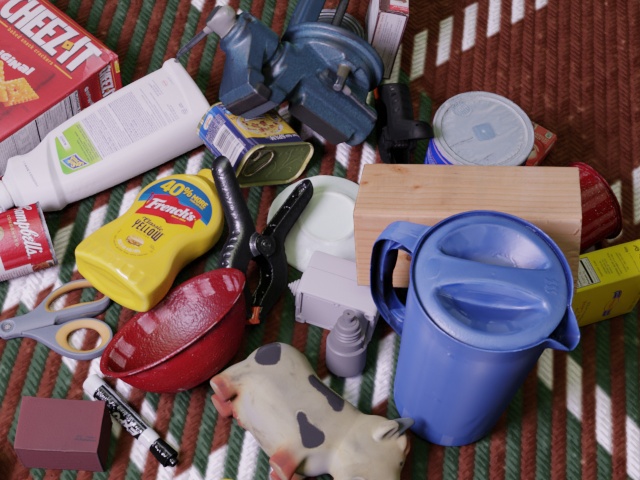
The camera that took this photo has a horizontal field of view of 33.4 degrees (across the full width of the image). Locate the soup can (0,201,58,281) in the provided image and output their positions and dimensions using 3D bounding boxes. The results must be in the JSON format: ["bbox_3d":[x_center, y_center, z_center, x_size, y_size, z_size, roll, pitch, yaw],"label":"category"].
[{"bbox_3d":[-0.325,0.006,1.080,0.102,0.068,0.068,-17,60,-13],"label":"soup can"}]

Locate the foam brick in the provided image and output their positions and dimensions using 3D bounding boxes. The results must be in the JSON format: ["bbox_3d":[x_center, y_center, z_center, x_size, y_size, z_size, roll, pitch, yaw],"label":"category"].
[{"bbox_3d":[-0.237,0.179,0.985,0.078,0.051,0.053,4,58,-1],"label":"foam brick"}]

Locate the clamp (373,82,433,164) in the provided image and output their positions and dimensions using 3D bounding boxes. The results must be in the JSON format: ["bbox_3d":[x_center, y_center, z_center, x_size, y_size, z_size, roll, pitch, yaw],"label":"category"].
[{"bbox_3d":[0.086,-0.112,1.144,0.036,0.165,0.210,1,48,-7],"label":"clamp"}]

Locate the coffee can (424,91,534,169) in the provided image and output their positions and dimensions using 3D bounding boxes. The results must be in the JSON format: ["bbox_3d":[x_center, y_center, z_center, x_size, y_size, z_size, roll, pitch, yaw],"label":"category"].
[{"bbox_3d":[0.158,-0.072,1.119,0.102,0.140,0.103,2,57,-3],"label":"coffee can"}]

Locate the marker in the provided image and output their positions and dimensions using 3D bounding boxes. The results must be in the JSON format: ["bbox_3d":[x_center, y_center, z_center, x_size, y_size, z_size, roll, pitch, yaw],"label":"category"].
[{"bbox_3d":[-0.179,0.172,1.013,0.121,0.020,0.020,39,63,19],"label":"marker"}]

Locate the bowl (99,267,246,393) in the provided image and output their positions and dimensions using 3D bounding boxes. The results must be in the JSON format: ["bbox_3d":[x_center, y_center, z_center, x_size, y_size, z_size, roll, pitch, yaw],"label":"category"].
[{"bbox_3d":[-0.128,0.095,1.014,0.162,0.162,0.055,-41,111,-25],"label":"bowl"}]

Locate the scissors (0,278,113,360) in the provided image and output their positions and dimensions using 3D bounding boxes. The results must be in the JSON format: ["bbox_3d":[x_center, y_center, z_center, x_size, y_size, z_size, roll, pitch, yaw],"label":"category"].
[{"bbox_3d":[-0.293,0.100,1.053,0.201,0.016,0.096,-25,62,-18],"label":"scissors"}]

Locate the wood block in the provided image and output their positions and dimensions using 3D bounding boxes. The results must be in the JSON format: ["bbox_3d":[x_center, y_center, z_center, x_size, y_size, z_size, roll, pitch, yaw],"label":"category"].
[{"bbox_3d":[0.140,-0.012,1.018,0.206,0.091,0.090,2,36,10],"label":"wood block"}]

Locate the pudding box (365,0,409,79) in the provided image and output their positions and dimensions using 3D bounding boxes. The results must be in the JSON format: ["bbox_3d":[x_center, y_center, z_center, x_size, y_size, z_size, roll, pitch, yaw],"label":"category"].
[{"bbox_3d":[0.077,-0.259,1.249,0.039,0.113,0.090,5,58,-4],"label":"pudding box"}]

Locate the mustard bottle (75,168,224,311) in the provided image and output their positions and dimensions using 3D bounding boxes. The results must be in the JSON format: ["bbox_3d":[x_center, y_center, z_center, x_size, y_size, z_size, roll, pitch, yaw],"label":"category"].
[{"bbox_3d":[-0.156,-0.015,1.104,0.096,0.058,0.191,29,53,19],"label":"mustard bottle"}]

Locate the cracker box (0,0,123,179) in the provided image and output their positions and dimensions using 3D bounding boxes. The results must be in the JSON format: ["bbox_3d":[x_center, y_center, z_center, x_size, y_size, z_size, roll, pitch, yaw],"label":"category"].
[{"bbox_3d":[-0.355,-0.174,1.190,0.164,0.072,0.213,38,62,18],"label":"cracker box"}]

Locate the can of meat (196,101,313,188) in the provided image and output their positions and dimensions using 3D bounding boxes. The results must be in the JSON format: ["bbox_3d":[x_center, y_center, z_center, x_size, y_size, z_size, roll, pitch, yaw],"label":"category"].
[{"bbox_3d":[-0.072,-0.107,1.159,0.101,0.058,0.084,-9,50,-47],"label":"can of meat"}]

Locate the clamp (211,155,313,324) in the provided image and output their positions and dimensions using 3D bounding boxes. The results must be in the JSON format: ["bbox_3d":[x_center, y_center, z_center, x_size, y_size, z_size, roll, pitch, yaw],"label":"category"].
[{"bbox_3d":[-0.057,0.001,1.095,0.120,0.039,0.171,2,85,-29],"label":"clamp"}]

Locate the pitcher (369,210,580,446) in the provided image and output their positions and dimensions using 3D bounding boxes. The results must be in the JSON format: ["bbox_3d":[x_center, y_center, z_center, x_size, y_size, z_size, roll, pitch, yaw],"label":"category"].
[{"bbox_3d":[0.123,0.085,0.955,0.145,0.243,0.149,-7,58,-9],"label":"pitcher"}]

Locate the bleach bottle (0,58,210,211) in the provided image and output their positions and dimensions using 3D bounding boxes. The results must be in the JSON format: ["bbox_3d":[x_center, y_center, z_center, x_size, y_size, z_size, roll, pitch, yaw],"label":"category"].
[{"bbox_3d":[-0.245,-0.104,1.159,0.250,0.068,0.103,-28,63,-17],"label":"bleach bottle"}]
